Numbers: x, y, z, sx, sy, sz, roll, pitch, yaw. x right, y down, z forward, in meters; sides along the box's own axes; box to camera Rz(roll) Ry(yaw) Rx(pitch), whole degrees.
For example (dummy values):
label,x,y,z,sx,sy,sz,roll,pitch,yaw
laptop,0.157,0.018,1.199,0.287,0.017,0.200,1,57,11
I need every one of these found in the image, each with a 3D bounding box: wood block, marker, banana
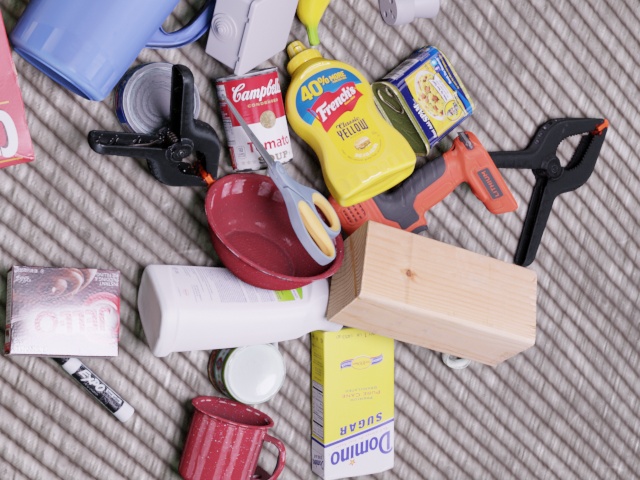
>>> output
label,x,y,z,sx,sy,sz,roll,pitch,yaw
wood block,0.122,0.059,1.156,0.205,0.090,0.091,17,61,-17
marker,-0.244,0.146,1.121,0.020,0.020,0.121,-47,112,-12
banana,0.038,-0.296,1.186,0.197,0.037,0.069,-41,104,-16

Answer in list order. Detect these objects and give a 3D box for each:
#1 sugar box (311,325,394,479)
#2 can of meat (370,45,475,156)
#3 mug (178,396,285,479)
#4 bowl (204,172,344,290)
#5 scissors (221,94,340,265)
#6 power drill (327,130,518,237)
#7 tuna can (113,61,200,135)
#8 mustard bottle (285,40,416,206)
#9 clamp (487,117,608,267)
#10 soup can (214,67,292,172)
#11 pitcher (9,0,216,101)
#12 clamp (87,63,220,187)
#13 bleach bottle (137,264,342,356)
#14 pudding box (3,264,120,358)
label,x,y,z,sx,sy,sz,roll,pitch,yaw
sugar box,0.038,0.183,1.236,0.093,0.048,0.176,-5,97,-24
can of meat,0.118,-0.162,1.228,0.083,0.058,0.102,-40,110,-18
mug,-0.094,0.226,1.152,0.117,0.093,0.081,17,94,9
bowl,-0.057,0.001,1.139,0.161,0.162,0.055,13,129,-25
scissors,-0.034,-0.068,1.113,0.016,0.096,0.202,-28,91,26
power drill,0.125,-0.023,1.214,0.188,0.057,0.184,-31,118,6
tuna can,-0.170,-0.144,1.114,0.086,0.034,0.086,-3,97,-24
mustard bottle,0.017,-0.136,1.152,0.096,0.058,0.192,-28,73,-10
clamp,0.280,-0.077,1.319,0.209,0.036,0.164,-32,107,-18
soup can,-0.070,-0.129,1.141,0.068,0.069,0.102,-15,103,-22
pitcher,-0.185,-0.255,1.046,0.149,0.145,0.243,32,85,11
clamp,-0.143,-0.107,1.075,0.120,0.039,0.171,-37,153,13
bleach bottle,-0.064,0.074,1.150,0.250,0.103,0.068,2,125,-25
pudding box,-0.261,0.074,1.084,0.113,0.039,0.090,4,78,-23
